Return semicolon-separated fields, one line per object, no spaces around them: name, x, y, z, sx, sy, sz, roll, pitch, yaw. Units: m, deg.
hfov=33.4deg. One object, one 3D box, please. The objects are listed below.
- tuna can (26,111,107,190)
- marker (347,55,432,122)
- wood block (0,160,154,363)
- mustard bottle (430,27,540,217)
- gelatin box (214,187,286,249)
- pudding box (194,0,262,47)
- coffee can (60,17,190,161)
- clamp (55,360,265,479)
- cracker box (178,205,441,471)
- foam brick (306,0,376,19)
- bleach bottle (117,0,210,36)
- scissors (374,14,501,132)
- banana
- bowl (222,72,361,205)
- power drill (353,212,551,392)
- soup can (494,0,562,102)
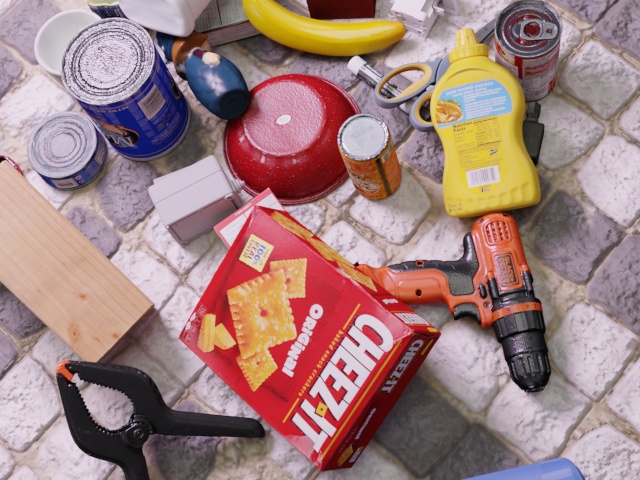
tuna can;-0.288;-0.102;1.212;0.086;0.033;0.086;-3;69;9
marker;0.079;-0.163;1.179;0.121;0.020;0.020;40;81;20
wood block;-0.274;0.026;1.091;0.206;0.091;0.090;44;81;-3
mustard bottle;0.164;-0.124;1.098;0.096;0.058;0.191;-11;86;24
gelatin box;-0.057;0.002;1.129;0.073;0.030;0.089;-37;80;-5
pudding box;-0.127;-0.274;1.245;0.113;0.039;0.090;-14;71;8
coffee can;-0.209;-0.161;1.162;0.103;0.140;0.103;-3;70;8
clamp;-0.168;0.182;1.044;0.164;0.036;0.210;-43;99;-12
cracker box;-0.018;0.091;1.031;0.214;0.072;0.164;39;104;28
foam brick;0.025;-0.289;1.218;0.078;0.051;0.053;1;69;10
bleach bottle;-0.120;-0.339;1.190;0.103;0.068;0.250;20;62;29
scissors;0.155;-0.184;1.164;0.201;0.016;0.096;-26;66;-10
banana;-0.006;-0.241;1.194;0.197;0.070;0.037;18;44;-6
bowl;-0.035;-0.123;1.164;0.162;0.055;0.162;-3;70;9
power drill;0.126;0.075;1.065;0.187;0.057;0.184;-12;68;3
soup can;0.218;-0.197;1.123;0.068;0.102;0.068;-3;69;8
